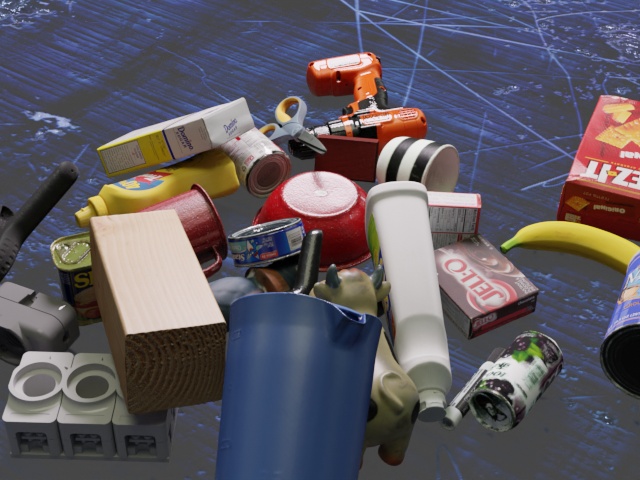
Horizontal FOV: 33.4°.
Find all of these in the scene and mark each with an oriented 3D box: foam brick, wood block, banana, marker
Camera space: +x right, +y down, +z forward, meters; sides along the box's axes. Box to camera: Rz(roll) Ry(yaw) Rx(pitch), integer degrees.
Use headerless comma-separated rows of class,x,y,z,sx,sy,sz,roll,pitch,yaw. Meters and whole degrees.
foam brick,0.032,-0.102,1.330,0.078,0.051,0.053,6,10,4
wood block,-0.158,0.061,1.013,0.090,0.090,0.206,-7,32,-18
banana,0.309,0.015,1.222,0.198,0.037,0.069,14,58,17
marker,0.156,0.146,1.066,0.020,0.020,0.120,24,44,26

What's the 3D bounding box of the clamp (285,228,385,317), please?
clamp,-0.002,0.081,1.112,0.120,0.039,0.171,36,59,-6

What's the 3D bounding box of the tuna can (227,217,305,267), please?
tuna can,-0.058,0.001,1.172,0.086,0.034,0.086,-14,9,2

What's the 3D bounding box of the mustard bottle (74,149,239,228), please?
mustard bottle,-0.199,-0.054,1.269,0.191,0.058,0.096,-22,21,-24

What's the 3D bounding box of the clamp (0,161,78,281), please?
clamp,-0.345,0.005,1.163,0.165,0.036,0.209,-30,29,38

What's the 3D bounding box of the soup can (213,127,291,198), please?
soup can,-0.091,-0.106,1.335,0.068,0.068,0.102,-24,45,-27

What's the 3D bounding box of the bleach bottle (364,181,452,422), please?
bleach bottle,0.093,0.064,1.082,0.068,0.102,0.251,-4,50,-4

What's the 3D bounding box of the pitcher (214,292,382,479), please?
pitcher,-0.031,0.175,0.890,0.145,0.149,0.243,2,68,13

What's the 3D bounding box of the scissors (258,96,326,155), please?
scissors,-0.042,-0.125,1.343,0.096,0.016,0.202,-39,28,14

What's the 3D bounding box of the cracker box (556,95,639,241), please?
cracker box,0.401,-0.089,1.321,0.164,0.072,0.213,15,42,18

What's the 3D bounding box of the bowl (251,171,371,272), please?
bowl,-0.001,-0.034,1.258,0.162,0.055,0.162,1,39,-1

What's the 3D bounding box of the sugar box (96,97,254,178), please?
sugar box,-0.177,-0.123,1.301,0.177,0.048,0.093,-8,17,35

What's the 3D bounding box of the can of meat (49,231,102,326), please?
can of meat,-0.231,0.037,1.142,0.102,0.084,0.057,-13,41,-17

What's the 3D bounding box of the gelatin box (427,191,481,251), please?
gelatin box,0.137,-0.020,1.228,0.089,0.073,0.030,2,39,2

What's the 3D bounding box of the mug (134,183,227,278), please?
mug,-0.154,0.002,1.189,0.081,0.093,0.117,-23,55,-20

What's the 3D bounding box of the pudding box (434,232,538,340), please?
pudding box,0.169,0.049,1.170,0.089,0.039,0.114,-20,43,-22

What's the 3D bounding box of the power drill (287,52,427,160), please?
power drill,0.034,-0.177,1.438,0.184,0.057,0.188,-9,41,-8
